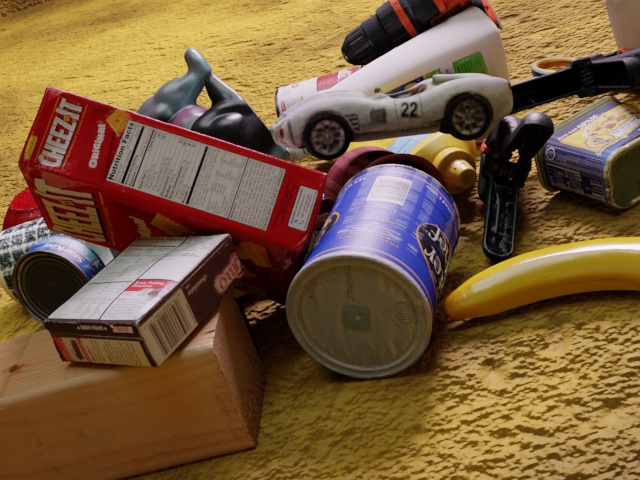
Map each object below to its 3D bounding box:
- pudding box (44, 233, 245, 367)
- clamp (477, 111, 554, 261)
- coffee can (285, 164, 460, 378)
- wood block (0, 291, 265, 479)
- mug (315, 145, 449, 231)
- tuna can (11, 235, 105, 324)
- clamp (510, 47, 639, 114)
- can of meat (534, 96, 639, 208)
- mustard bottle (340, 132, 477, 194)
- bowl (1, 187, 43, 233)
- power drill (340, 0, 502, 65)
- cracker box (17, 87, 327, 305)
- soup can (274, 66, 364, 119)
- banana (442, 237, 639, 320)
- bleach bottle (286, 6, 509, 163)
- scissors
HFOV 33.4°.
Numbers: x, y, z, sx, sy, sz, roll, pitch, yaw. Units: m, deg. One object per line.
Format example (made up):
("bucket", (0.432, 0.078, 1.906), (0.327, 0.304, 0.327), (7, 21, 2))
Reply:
("pudding box", (-0.118, 0.039, 0.731), (0.090, 0.039, 0.113), (-2, 29, 35))
("clamp", (0.153, -0.050, 0.887), (0.039, 0.120, 0.171), (21, 8, 0))
("coffee can", (0.043, 0.020, 0.787), (0.103, 0.103, 0.140), (-9, 27, 22))
("wood block", (-0.153, 0.111, 0.764), (0.206, 0.090, 0.091), (-15, 26, 11))
("mug", (0.041, -0.032, 0.909), (0.117, 0.093, 0.082), (-18, 19, -13))
("tuna can", (-0.237, 0.039, 0.978), (0.086, 0.086, 0.033), (-8, 26, 25))
("clamp", (0.234, -0.146, 0.969), (0.165, 0.036, 0.209), (-10, 10, 32))
("can of meat", (0.244, -0.072, 0.880), (0.102, 0.057, 0.084), (-30, 28, -20))
("mustard bottle", (0.093, -0.083, 1.010), (0.096, 0.058, 0.192), (-35, 27, -9))
("bowl", (-0.298, -0.034, 1.210), (0.162, 0.055, 0.162), (-16, 25, 8))
("power drill", (0.123, -0.240, 1.199), (0.184, 0.057, 0.187), (-30, -10, 14))
("cracker box", (-0.111, -0.026, 0.825), (0.213, 0.164, 0.072), (17, 72, -1))
("soup can", (0.007, -0.152, 1.205), (0.102, 0.068, 0.068), (-13, 26, 15))
("banana", (0.184, 0.026, 0.746), (0.198, 0.037, 0.069), (-4, 28, 31))
("bleach bottle", (0.075, -0.148, 1.133), (0.250, 0.102, 0.068), (-29, 50, -4))
("scissors", (0.265, -0.156, 1.083), (0.096, 0.016, 0.202), (-28, 26, -13))
